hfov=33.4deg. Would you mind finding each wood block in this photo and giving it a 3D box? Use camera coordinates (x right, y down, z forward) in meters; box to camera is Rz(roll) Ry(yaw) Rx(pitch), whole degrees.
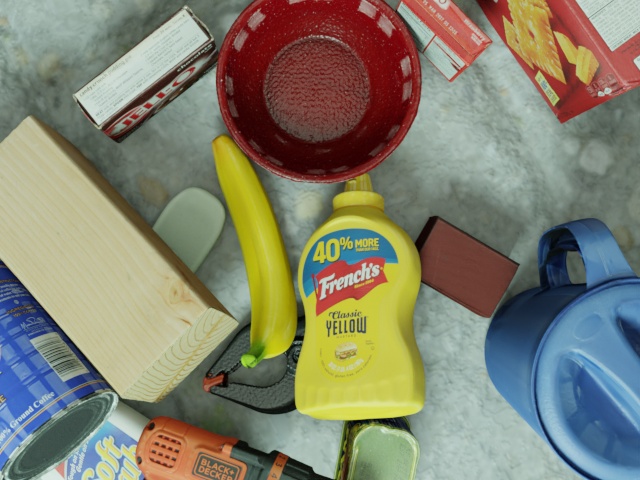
[{"bbox_3d":[-0.169,0.015,0.805,0.091,0.090,0.206,-45,75,-1],"label":"wood block"}]

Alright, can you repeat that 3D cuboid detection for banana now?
[{"bbox_3d":[-0.049,0.011,0.842,0.037,0.069,0.198,-18,66,13],"label":"banana"}]

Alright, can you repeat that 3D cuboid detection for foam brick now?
[{"bbox_3d":[0.112,0.021,0.859,0.078,0.053,0.051,30,89,-2],"label":"foam brick"}]

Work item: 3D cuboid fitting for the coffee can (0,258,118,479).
[{"bbox_3d":[-0.230,0.094,0.776,0.103,0.102,0.140,-43,75,-2],"label":"coffee can"}]

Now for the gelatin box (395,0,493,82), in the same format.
[{"bbox_3d":[0.094,-0.166,0.840,0.030,0.089,0.073,-45,91,-2],"label":"gelatin box"}]

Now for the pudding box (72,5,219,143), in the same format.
[{"bbox_3d":[-0.133,-0.127,0.833,0.113,0.090,0.039,-41,91,-2],"label":"pudding box"}]

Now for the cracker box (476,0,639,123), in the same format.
[{"bbox_3d":[0.167,-0.200,0.806,0.072,0.164,0.213,-37,91,-4],"label":"cracker box"}]

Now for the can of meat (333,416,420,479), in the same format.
[{"bbox_3d":[0.043,0.187,0.841,0.057,0.084,0.102,10,90,-2],"label":"can of meat"}]

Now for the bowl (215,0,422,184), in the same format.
[{"bbox_3d":[-0.002,-0.124,0.855,0.162,0.055,0.162,0,90,-2],"label":"bowl"}]

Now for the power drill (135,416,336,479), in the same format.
[{"bbox_3d":[-0.070,0.240,0.777,0.184,0.057,0.187,19,80,10],"label":"power drill"}]

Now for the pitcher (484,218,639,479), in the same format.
[{"bbox_3d":[0.189,0.079,0.766,0.145,0.243,0.149,30,89,-2],"label":"pitcher"}]

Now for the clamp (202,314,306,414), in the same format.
[{"bbox_3d":[-0.012,0.083,0.863,0.171,0.039,0.120,-8,73,0],"label":"clamp"}]

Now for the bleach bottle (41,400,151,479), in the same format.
[{"bbox_3d":[-0.173,0.180,0.846,0.251,0.068,0.102,33,87,1],"label":"bleach bottle"}]

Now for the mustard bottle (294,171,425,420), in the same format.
[{"bbox_3d":[0.030,0.038,0.821,0.096,0.058,0.191,-8,69,25],"label":"mustard bottle"}]
